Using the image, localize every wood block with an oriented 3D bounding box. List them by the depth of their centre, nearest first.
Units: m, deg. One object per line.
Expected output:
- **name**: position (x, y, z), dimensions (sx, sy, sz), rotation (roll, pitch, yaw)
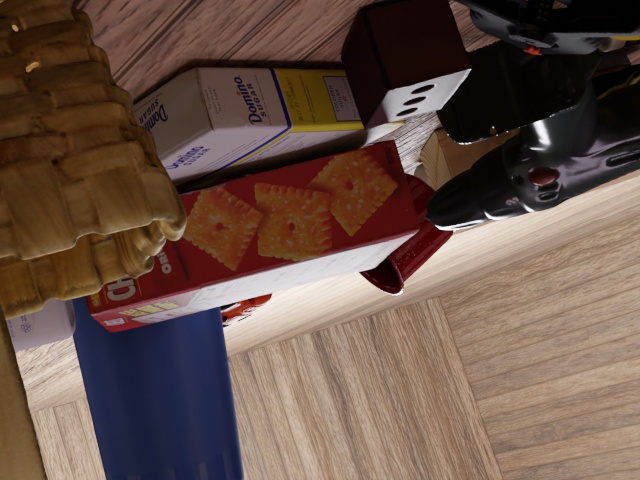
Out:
- **wood block**: position (0.211, -0.083, 1.021), dimensions (0.206, 0.090, 0.091), rotation (-17, 172, -7)

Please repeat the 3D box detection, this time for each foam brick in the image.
- **foam brick**: position (0.048, -0.105, 0.628), dimensions (0.053, 0.051, 0.078), rotation (-17, 172, -9)

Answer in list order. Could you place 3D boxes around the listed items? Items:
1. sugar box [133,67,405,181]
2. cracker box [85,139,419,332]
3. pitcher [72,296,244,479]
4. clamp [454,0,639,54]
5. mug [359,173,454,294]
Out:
- **sugar box**: position (-0.038, -0.074, 0.673), dimensions (0.094, 0.048, 0.175), rotation (-24, 168, 40)
- **cracker box**: position (-0.055, 0.001, 0.739), dimensions (0.213, 0.072, 0.164), rotation (-14, 173, -8)
- **pitcher**: position (-0.137, 0.097, 0.888), dimensions (0.145, 0.243, 0.148), rotation (-21, 166, 40)
- **clamp**: position (0.129, -0.125, 0.585), dimensions (0.120, 0.039, 0.171), rotation (23, -170, 18)
- **mug**: position (0.067, -0.018, 0.997), dimensions (0.081, 0.117, 0.093), rotation (-41, -141, -19)
